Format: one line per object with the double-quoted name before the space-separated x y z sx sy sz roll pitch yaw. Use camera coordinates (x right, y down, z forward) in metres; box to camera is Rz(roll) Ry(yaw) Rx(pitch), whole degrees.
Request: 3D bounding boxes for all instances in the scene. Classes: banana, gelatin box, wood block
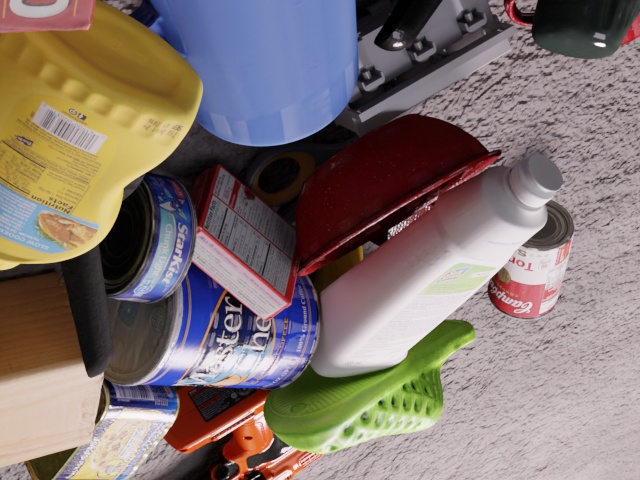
"banana" -0.001 0.040 0.886 0.069 0.037 0.198 -3 134 -10
"gelatin box" -0.055 0.001 0.731 0.030 0.073 0.089 -35 117 30
"wood block" -0.254 0.096 0.680 0.205 0.091 0.090 -10 135 -32

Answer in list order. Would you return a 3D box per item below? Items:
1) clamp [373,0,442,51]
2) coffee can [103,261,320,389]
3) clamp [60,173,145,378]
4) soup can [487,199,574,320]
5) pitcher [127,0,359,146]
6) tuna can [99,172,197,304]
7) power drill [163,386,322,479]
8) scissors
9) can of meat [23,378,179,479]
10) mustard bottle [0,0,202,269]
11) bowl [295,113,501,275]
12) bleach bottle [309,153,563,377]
"clamp" 0.077 -0.177 0.660 0.171 0.120 0.039 -10 180 -35
"coffee can" -0.084 0.055 0.770 0.140 0.103 0.103 10 123 -46
"clamp" -0.154 -0.025 0.631 0.164 0.036 0.210 33 102 -16
"soup can" 0.196 0.017 0.999 0.068 0.069 0.102 -23 141 -20
"pitcher" -0.052 -0.156 0.549 0.149 0.145 0.243 1 146 9
"tuna can" -0.120 -0.003 0.691 0.033 0.086 0.086 12 122 -45
"power drill" -0.088 0.190 0.957 0.184 0.057 0.187 -33 147 -13
"scissors" 0.019 -0.078 0.784 0.096 0.016 0.202 35 93 -38
"can of meat" -0.170 0.142 0.833 0.083 0.057 0.102 16 119 -51
"mustard bottle" -0.144 -0.039 0.548 0.096 0.058 0.192 28 135 -19
"bowl" 0.040 -0.039 0.725 0.162 0.055 0.162 -31 176 -3
"bleach bottle" 0.083 0.017 0.760 0.102 0.068 0.251 -8 156 -39
